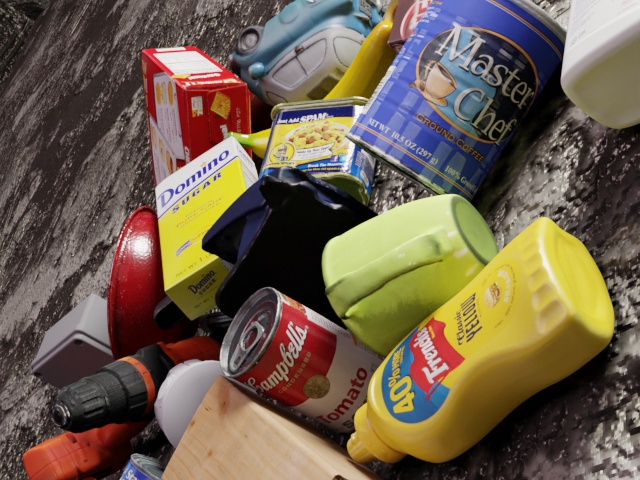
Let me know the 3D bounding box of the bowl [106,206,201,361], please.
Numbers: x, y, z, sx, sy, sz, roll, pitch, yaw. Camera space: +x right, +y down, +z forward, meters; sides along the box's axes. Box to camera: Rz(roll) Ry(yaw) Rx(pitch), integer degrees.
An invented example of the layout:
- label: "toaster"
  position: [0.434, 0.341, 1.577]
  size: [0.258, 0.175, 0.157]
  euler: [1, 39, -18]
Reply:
- label: "bowl"
  position: [-0.148, 0.050, 1.012]
  size: [0.162, 0.055, 0.162]
  euler: [5, -90, -80]

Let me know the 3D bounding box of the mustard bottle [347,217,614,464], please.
- label: "mustard bottle"
  position: [0.083, 0.077, 0.636]
  size: [0.192, 0.058, 0.096]
  euler: [-45, 27, 29]

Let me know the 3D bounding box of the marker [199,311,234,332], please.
- label: "marker"
  position: [-0.078, 0.072, 0.986]
  size: [0.121, 0.020, 0.020]
  euler: [-14, 50, 57]

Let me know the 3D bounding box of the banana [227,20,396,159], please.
- label: "banana"
  position: [0.007, -0.125, 0.995]
  size: [0.198, 0.069, 0.037]
  euler: [-34, 49, 23]

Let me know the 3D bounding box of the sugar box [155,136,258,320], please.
- label: "sugar box"
  position: [-0.095, -0.016, 0.934]
  size: [0.093, 0.048, 0.176]
  euler: [-32, 35, 8]

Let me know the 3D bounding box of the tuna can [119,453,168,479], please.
- label: "tuna can"
  position: [-0.117, 0.202, 0.836]
  size: [0.034, 0.086, 0.086]
  euler: [-63, 25, -5]

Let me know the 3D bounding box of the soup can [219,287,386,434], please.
- label: "soup can"
  position: [-0.010, 0.086, 0.746]
  size: [0.069, 0.102, 0.068]
  euler: [-43, 29, 31]

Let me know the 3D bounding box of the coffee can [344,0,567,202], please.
- label: "coffee can"
  position: [0.098, -0.106, 0.761]
  size: [0.140, 0.102, 0.103]
  euler: [-58, 25, 3]

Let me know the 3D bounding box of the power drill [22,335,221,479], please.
- label: "power drill"
  position: [-0.191, 0.162, 0.951]
  size: [0.188, 0.184, 0.057]
  euler: [-43, 72, 36]

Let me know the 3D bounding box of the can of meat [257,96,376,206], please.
- label: "can of meat"
  position: [0.000, -0.072, 0.924]
  size: [0.102, 0.057, 0.084]
  euler: [-2, 56, 23]

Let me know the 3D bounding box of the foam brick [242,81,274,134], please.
- label: "foam brick"
  position: [-0.066, -0.142, 1.165]
  size: [0.051, 0.053, 0.078]
  euler: [-63, 24, -10]

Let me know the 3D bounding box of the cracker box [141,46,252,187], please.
- label: "cracker box"
  position: [-0.130, -0.106, 1.127]
  size: [0.214, 0.072, 0.164]
  euler: [-136, 41, -62]

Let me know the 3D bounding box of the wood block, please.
- label: "wood block"
  position: [-0.020, 0.169, 0.685]
  size: [0.090, 0.090, 0.206]
  euler: [-61, 25, -4]
